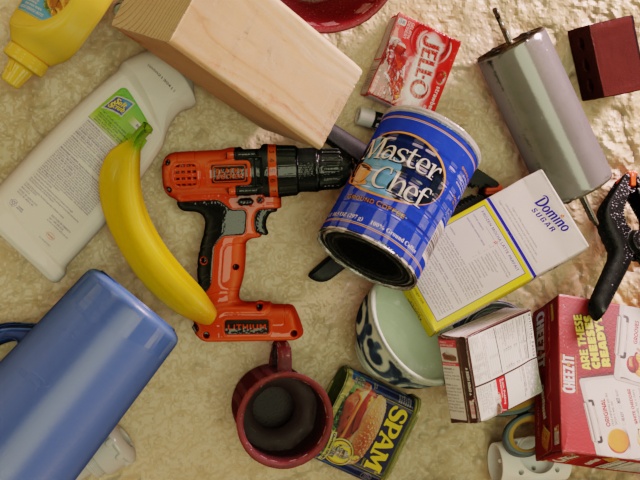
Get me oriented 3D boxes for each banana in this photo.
[{"bbox_3d":[-0.155,-0.006,0.965,0.070,0.037,0.198,-7,113,28],"label":"banana"}]

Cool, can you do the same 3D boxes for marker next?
[{"bbox_3d":[0.094,-0.111,1.081,0.121,0.020,0.020,15,91,-13],"label":"marker"}]

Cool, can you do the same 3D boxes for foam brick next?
[{"bbox_3d":[0.296,-0.187,1.105,0.051,0.053,0.078,-16,96,-11],"label":"foam brick"}]

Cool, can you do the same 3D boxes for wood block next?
[{"bbox_3d":[-0.069,-0.172,0.954,0.205,0.091,0.090,31,86,-46],"label":"wood block"}]

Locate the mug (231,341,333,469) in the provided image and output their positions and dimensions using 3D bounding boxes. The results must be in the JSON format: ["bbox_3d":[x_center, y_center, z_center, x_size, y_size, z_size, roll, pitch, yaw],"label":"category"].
[{"bbox_3d":[-0.042,0.154,1.038,0.093,0.081,0.117,-1,95,-13],"label":"mug"}]

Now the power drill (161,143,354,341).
[{"bbox_3d":[-0.057,0.001,1.025,0.184,0.057,0.188,-2,93,2],"label":"power drill"}]

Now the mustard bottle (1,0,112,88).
[{"bbox_3d":[-0.226,-0.220,0.963,0.191,0.096,0.058,-56,135,-3],"label":"mustard bottle"}]

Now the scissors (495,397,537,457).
[{"bbox_3d":[0.261,0.174,1.125,0.201,0.016,0.096,-5,64,-12],"label":"scissors"}]

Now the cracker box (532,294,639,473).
[{"bbox_3d":[0.329,0.156,1.103,0.213,0.072,0.164,9,67,-12],"label":"cracker box"}]

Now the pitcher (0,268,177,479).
[{"bbox_3d":[-0.253,0.141,0.975,0.149,0.145,0.242,43,80,-24],"label":"pitcher"}]

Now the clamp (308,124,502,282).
[{"bbox_3d":[0.078,-0.055,1.073,0.209,0.036,0.164,-10,97,-10],"label":"clamp"}]

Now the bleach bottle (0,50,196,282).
[{"bbox_3d":[-0.196,-0.084,0.997,0.250,0.068,0.102,-47,106,-9],"label":"bleach bottle"}]

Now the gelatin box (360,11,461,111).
[{"bbox_3d":[0.091,-0.173,1.070,0.073,0.030,0.089,22,89,-14],"label":"gelatin box"}]

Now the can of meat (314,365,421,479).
[{"bbox_3d":[0.040,0.186,1.073,0.084,0.057,0.102,26,88,-11],"label":"can of meat"}]

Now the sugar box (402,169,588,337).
[{"bbox_3d":[0.162,0.012,1.046,0.176,0.048,0.093,-27,79,-10],"label":"sugar box"}]

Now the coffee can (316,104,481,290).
[{"bbox_3d":[0.073,-0.039,0.988,0.102,0.103,0.140,34,71,-13],"label":"coffee can"}]

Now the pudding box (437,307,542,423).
[{"bbox_3d":[0.168,0.121,1.046,0.113,0.039,0.090,-16,98,-45],"label":"pudding box"}]
